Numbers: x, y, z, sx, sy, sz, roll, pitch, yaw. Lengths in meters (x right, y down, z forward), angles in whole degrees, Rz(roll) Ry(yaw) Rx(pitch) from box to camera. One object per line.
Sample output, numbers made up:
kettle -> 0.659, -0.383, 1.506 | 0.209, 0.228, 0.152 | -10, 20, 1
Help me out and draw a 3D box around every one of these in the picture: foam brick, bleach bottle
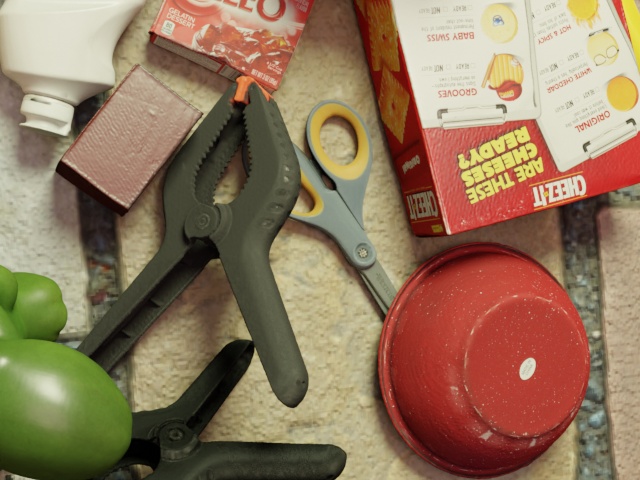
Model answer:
foam brick -> -0.118, -0.060, 0.654 | 0.051, 0.053, 0.078 | 38, 79, -11
bleach bottle -> -0.132, -0.185, 0.652 | 0.102, 0.068, 0.251 | 13, 86, -14

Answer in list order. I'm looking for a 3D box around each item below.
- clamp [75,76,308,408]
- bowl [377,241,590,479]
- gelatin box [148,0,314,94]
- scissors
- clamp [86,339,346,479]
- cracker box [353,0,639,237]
clamp -> -0.054, 0.001, 0.640 | 0.036, 0.165, 0.210 | 39, 65, -54
bowl -> 0.121, 0.081, 0.706 | 0.161, 0.055, 0.162 | 1, 88, -22
gelatin box -> -0.056, -0.145, 0.686 | 0.089, 0.030, 0.073 | 24, 81, -14
scissors -> 0.034, -0.011, 0.714 | 0.201, 0.016, 0.096 | 43, 78, -10
clamp -> -0.083, 0.116, 0.628 | 0.171, 0.120, 0.039 | -12, 125, -22
cracker box -> 0.119, -0.124, 0.714 | 0.164, 0.072, 0.214 | -15, 93, -15
